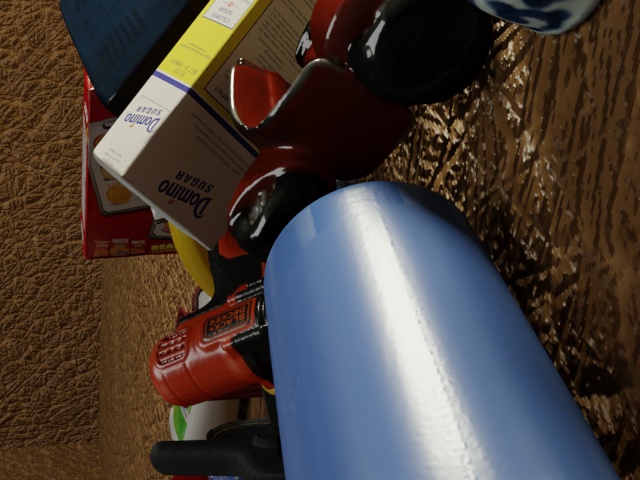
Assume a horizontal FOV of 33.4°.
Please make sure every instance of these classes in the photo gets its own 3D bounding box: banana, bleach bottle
[{"bbox_3d":[-0.068,0.011,0.800,0.037,0.069,0.197,21,150,40],"label":"banana"},{"bbox_3d":[-0.110,0.118,1.108,0.102,0.068,0.251,-113,29,-53],"label":"bleach bottle"}]

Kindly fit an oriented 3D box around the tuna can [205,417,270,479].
[{"bbox_3d":[-0.047,0.168,0.839,0.086,0.086,0.034,-152,60,-73],"label":"tuna can"}]

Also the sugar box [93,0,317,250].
[{"bbox_3d":[-0.050,-0.091,0.647,0.176,0.093,0.048,-51,47,-5],"label":"sugar box"}]

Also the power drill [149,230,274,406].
[{"bbox_3d":[-0.019,0.002,0.664,0.057,0.185,0.187,51,-153,-36],"label":"power drill"}]

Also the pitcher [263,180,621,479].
[{"bbox_3d":[0.041,0.091,0.440,0.145,0.149,0.243,52,-167,-36],"label":"pitcher"}]

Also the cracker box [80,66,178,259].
[{"bbox_3d":[-0.147,-0.081,1.033,0.214,0.164,0.072,103,157,-43],"label":"cracker box"}]

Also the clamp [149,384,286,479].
[{"bbox_3d":[-0.028,0.144,0.763,0.172,0.120,0.039,7,123,40],"label":"clamp"}]
